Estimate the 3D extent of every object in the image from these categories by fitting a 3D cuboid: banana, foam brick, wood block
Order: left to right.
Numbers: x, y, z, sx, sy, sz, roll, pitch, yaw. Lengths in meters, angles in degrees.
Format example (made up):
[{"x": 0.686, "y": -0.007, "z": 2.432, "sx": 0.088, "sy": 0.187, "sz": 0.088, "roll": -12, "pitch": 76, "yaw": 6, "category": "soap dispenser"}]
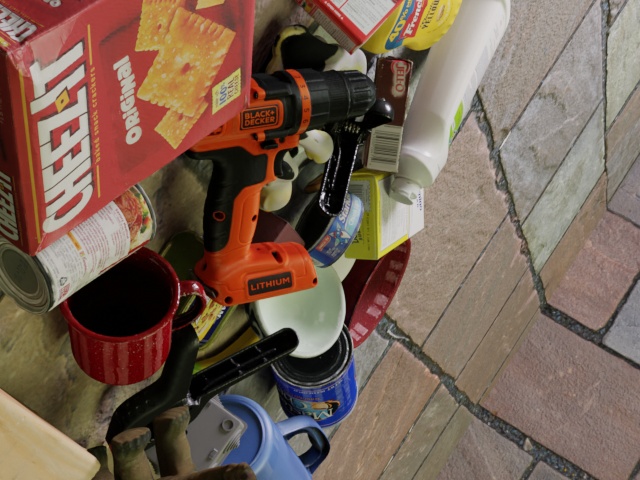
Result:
[{"x": -0.248, "y": 0.148, "z": 0.762, "sx": 0.090, "sy": 0.091, "sz": 0.206, "roll": -53, "pitch": 159, "yaw": -15, "category": "wood block"}, {"x": -0.080, "y": 0.113, "z": 1.174, "sx": 0.197, "sy": 0.037, "sz": 0.070, "roll": -37, "pitch": 152, "yaw": -44, "category": "banana"}, {"x": -0.057, "y": 0.001, "z": 1.047, "sx": 0.051, "sy": 0.053, "sz": 0.078, "roll": -56, "pitch": 161, "yaw": -7, "category": "foam brick"}]

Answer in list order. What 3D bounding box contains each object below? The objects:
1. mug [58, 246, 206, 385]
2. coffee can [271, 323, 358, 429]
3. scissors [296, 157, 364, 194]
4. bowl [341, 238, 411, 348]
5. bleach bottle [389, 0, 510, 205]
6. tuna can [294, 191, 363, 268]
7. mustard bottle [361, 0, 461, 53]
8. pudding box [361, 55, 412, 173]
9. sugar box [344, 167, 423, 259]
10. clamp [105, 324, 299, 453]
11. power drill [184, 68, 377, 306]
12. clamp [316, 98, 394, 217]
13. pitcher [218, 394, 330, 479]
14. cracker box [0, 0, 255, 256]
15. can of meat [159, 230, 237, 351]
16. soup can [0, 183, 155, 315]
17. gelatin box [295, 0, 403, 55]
[{"x": -0.148, "y": 0.060, "z": 0.853, "sx": 0.117, "sy": 0.093, "sz": 0.081, "roll": -14, "pitch": 147, "yaw": -19, "category": "mug"}, {"x": -0.007, "y": 0.162, "z": 1.317, "sx": 0.102, "sy": 0.103, "sz": 0.140, "roll": -50, "pitch": 158, "yaw": -21, "category": "coffee can"}, {"x": 0.039, "y": -0.097, "z": 1.165, "sx": 0.201, "sy": 0.016, "sz": 0.096, "roll": -27, "pitch": 155, "yaw": -56, "category": "scissors"}, {"x": 0.054, "y": 0.055, "z": 1.362, "sx": 0.162, "sy": 0.055, "sz": 0.162, "roll": -53, "pitch": 160, "yaw": -29, "category": "bowl"}, {"x": 0.134, "y": -0.159, "z": 1.165, "sx": 0.102, "sy": 0.068, "sz": 0.250, "roll": 60, "pitch": 52, "yaw": -68, "category": "bleach bottle"}, {"x": 0.007, "y": -0.015, "z": 1.106, "sx": 0.086, "sy": 0.033, "sz": 0.086, "roll": -48, "pitch": -156, "yaw": 28, "category": "tuna can"}, {"x": 0.071, "y": -0.225, "z": 1.009, "sx": 0.191, "sy": 0.058, "sz": 0.096, "roll": -22, "pitch": 141, "yaw": -58, "category": "mustard bottle"}, {"x": 0.067, "y": -0.129, "z": 1.081, "sx": 0.090, "sy": 0.039, "sz": 0.113, "roll": -74, "pitch": 174, "yaw": -80, "category": "pudding box"}, {"x": 0.074, "y": -0.041, "z": 1.217, "sx": 0.176, "sy": 0.048, "sz": 0.093, "roll": -30, "pitch": 120, "yaw": -67, "category": "sugar box"}, {"x": -0.124, "y": 0.143, "z": 1.009, "sx": 0.164, "sy": 0.036, "sz": 0.210, "roll": 3, "pitch": 139, "yaw": -50, "category": "clamp"}, {"x": -0.039, "y": -0.048, "z": 0.880, "sx": 0.184, "sy": 0.057, "sz": 0.188, "roll": -11, "pitch": 116, "yaw": -26, "category": "power drill"}, {"x": 0.033, "y": -0.110, "z": 0.991, "sx": 0.120, "sy": 0.039, "sz": 0.171, "roll": -52, "pitch": -158, "yaw": 32, "category": "clamp"}, {"x": -0.079, "y": 0.268, "z": 1.269, "sx": 0.243, "sy": 0.145, "sz": 0.149, "roll": 74, "pitch": 25, "yaw": -60, "category": "pitcher"}, {"x": -0.131, "y": -0.113, "z": 0.685, "sx": 0.213, "sy": 0.072, "sz": 0.164, "roll": -42, "pitch": 153, "yaw": -36, "category": "cracker box"}, {"x": -0.117, "y": 0.045, "z": 0.967, "sx": 0.102, "sy": 0.057, "sz": 0.083, "roll": -58, "pitch": 158, "yaw": 0, "category": "can of meat"}, {"x": -0.175, "y": -0.001, "z": 0.749, "sx": 0.102, "sy": 0.069, "sz": 0.068, "roll": -39, "pitch": 153, "yaw": -40, "category": "soup can"}, {"x": 0.030, "y": -0.214, "z": 0.907, "sx": 0.089, "sy": 0.073, "sz": 0.030, "roll": -49, "pitch": -173, "yaw": -25, "category": "gelatin box"}]
